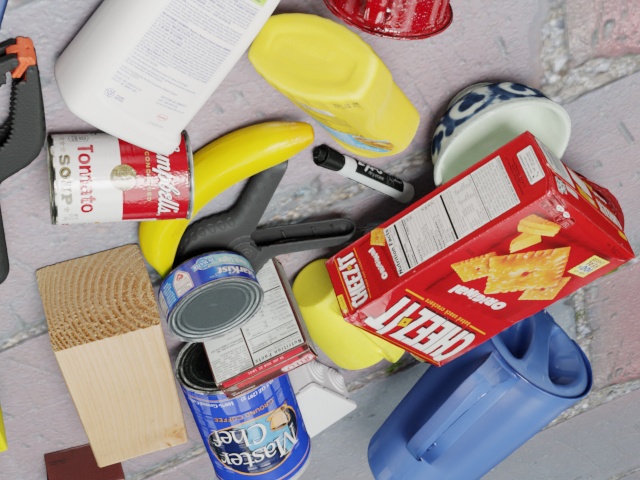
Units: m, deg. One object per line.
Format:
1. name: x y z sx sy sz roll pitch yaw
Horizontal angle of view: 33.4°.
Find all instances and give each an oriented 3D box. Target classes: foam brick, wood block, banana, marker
1. foam brick: -0.250 0.253 1.135 0.078 0.053 0.051 -10 142 -16
2. wood block: -0.182 0.108 0.957 0.090 0.090 0.206 -16 144 -11
3. banana: -0.090 -0.039 0.860 0.069 0.037 0.198 25 123 -35
4. marker: 0.037 -0.057 0.926 0.120 0.020 0.020 20 126 -44

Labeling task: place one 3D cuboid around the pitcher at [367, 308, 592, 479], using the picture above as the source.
1. pitcher: 0.147 0.177 1.090 0.149 0.145 0.243 23 126 -21

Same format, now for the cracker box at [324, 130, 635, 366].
1. cracker box: 0.139 0.018 0.924 0.214 0.072 0.164 -34 142 23

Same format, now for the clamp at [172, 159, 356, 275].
1. clamp: -0.056 0.001 0.928 0.172 0.039 0.120 -36 124 24

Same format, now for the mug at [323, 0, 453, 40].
1. mug: 0.049 -0.185 0.698 0.093 0.117 0.082 19 133 6

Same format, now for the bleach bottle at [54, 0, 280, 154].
1. bleach bottle: -0.063 -0.170 0.694 0.251 0.068 0.102 -44 140 22

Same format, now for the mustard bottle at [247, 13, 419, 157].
1. mustard bottle: 0.023 -0.103 0.791 0.058 0.096 0.191 -66 158 -3

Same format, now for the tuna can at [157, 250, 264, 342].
1. tuna can: -0.093 0.047 0.902 0.086 0.034 0.086 -19 147 -13

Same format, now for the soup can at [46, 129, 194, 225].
1. soup can: -0.149 -0.047 0.788 0.102 0.068 0.069 -3 140 -15

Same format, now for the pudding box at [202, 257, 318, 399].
1. pudding box: -0.063 0.074 0.958 0.090 0.113 0.039 -25 147 3

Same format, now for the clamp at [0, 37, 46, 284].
1. clamp: -0.250 -0.053 0.755 0.210 0.036 0.164 -43 132 21

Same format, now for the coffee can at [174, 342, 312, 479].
1. coffee can: -0.073 0.164 1.040 0.102 0.103 0.140 -19 123 -6
